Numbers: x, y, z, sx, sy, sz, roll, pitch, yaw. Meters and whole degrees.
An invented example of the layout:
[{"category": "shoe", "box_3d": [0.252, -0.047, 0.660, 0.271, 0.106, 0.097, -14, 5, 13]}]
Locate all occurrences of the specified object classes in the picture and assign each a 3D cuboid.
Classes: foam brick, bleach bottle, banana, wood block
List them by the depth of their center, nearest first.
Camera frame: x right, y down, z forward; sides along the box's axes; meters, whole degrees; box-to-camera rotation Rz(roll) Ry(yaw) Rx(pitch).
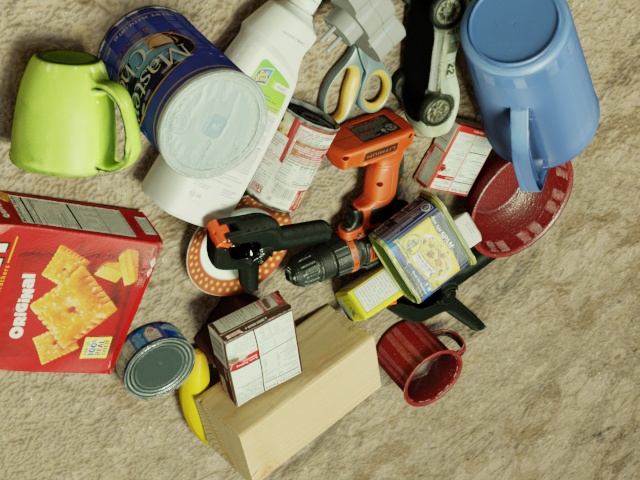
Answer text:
[{"category": "bleach bottle", "box_3d": [-0.072, -0.134, 1.043, 0.102, 0.068, 0.251, 20, 106, -54]}, {"category": "foam brick", "box_3d": [-0.096, 0.103, 1.219, 0.052, 0.051, 0.078, 19, 110, -45]}, {"category": "wood block", "box_3d": [-0.035, 0.180, 1.270, 0.205, 0.090, 0.091, -34, 135, -26]}, {"category": "banana", "box_3d": [-0.133, 0.202, 1.285, 0.069, 0.037, 0.197, -47, 140, -16]}]

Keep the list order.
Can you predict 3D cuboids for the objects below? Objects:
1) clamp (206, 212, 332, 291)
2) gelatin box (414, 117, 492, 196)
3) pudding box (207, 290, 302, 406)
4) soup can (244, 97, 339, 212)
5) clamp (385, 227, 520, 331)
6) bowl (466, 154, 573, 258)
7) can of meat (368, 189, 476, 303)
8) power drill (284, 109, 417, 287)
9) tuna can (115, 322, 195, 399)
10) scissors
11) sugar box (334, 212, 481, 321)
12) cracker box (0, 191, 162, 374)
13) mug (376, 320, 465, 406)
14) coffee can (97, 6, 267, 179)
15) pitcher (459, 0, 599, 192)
[{"category": "clamp", "box_3d": [-0.057, 0.001, 1.101, 0.120, 0.039, 0.171, -38, 161, 5]}, {"category": "gelatin box", "box_3d": [0.161, -0.100, 1.270, 0.073, 0.030, 0.089, 7, 118, -42]}, {"category": "pudding box", "box_3d": [-0.070, 0.121, 1.186, 0.090, 0.039, 0.113, -27, 137, -20]}, {"category": "soup can", "box_3d": [-0.032, -0.088, 1.104, 0.068, 0.069, 0.102, 9, 117, -41]}, {"category": "clamp", "box_3d": [0.162, 0.070, 1.399, 0.209, 0.036, 0.165, -13, 129, -28]}, {"category": "bowl", "box_3d": [0.238, -0.059, 1.341, 0.161, 0.055, 0.162, -20, 133, -24]}, {"category": "can of meat", "box_3d": [0.113, 0.009, 1.204, 0.084, 0.057, 0.102, -37, 114, -9]}, {"category": "power drill", "box_3d": [0.038, -0.044, 1.202, 0.184, 0.057, 0.188, -25, 137, -25]}, {"category": "tuna can", "box_3d": [-0.185, 0.134, 1.190, 0.086, 0.034, 0.086, -20, 133, -24]}, {"category": "scissors", "box_3d": [0.058, -0.210, 1.114, 0.096, 0.016, 0.202, 4, 120, -41]}, {"category": "sugar box", "box_3d": [0.105, 0.033, 1.288, 0.176, 0.048, 0.093, -31, -179, -10]}, {"category": "cracker box", "box_3d": [-0.277, 0.044, 1.021, 0.213, 0.072, 0.164, 8, 117, -40]}, {"category": "mug", "box_3d": [0.137, 0.153, 1.413, 0.117, 0.082, 0.093, -28, 135, -16]}, {"category": "coffee can", "box_3d": [-0.124, -0.133, 0.945, 0.102, 0.140, 0.103, -20, 133, -24]}, {"category": "pitcher", "box_3d": [0.220, -0.165, 1.126, 0.145, 0.149, 0.242, -39, 156, 4]}]
